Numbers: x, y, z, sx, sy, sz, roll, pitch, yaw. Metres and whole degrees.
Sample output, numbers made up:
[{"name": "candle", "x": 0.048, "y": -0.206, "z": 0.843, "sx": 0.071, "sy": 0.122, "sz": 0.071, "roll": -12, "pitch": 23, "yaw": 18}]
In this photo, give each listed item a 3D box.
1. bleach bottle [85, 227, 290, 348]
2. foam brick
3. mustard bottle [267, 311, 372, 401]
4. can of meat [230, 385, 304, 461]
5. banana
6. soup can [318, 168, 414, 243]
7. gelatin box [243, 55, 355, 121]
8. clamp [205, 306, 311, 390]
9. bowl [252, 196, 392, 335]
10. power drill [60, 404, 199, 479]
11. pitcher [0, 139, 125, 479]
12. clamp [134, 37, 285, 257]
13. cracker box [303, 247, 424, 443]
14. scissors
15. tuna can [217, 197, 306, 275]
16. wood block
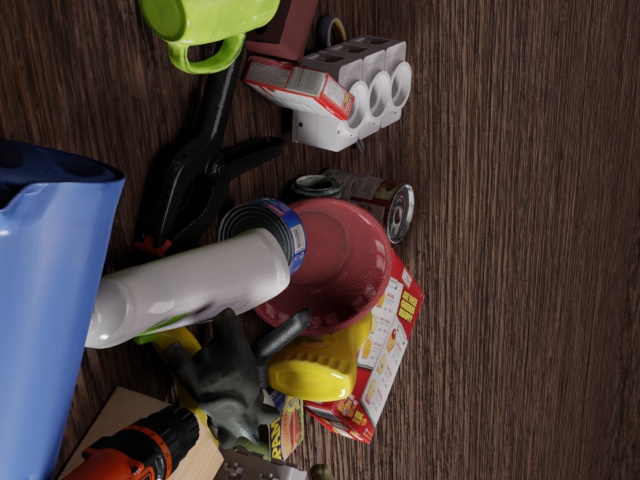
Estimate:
[{"name": "bleach bottle", "x": -0.129, "y": 0.044, "z": 0.905, "sx": 0.250, "sy": 0.103, "sz": 0.068, "roll": -12, "pitch": 74, "yaw": -62}, {"name": "foam brick", "x": -0.040, "y": -0.215, "z": 1.015, "sx": 0.051, "sy": 0.053, "sz": 0.078, "roll": 23, "pitch": 81, "yaw": -64}, {"name": "mustard bottle", "x": 0.008, "y": 0.097, "z": 1.205, "sx": 0.191, "sy": 0.096, "sz": 0.058, "roll": -67, "pitch": 157, "yaw": -52}, {"name": "can of meat", "x": -0.061, "y": 0.205, "z": 1.180, "sx": 0.083, "sy": 0.058, "sz": 0.102, "roll": -42, "pitch": 138, "yaw": -52}, {"name": "banana", "x": -0.129, "y": 0.144, "z": 1.020, "sx": 0.069, "sy": 0.037, "sz": 0.198, "roll": -44, "pitch": 130, "yaw": -36}, {"name": "soup can", "x": 0.047, "y": -0.041, "z": 1.216, "sx": 0.068, "sy": 0.102, "sz": 0.068, "roll": -38, "pitch": 135, "yaw": -52}, {"name": "gelatin box", "x": -0.021, "y": -0.149, "z": 1.043, "sx": 0.073, "sy": 0.089, "sz": 0.030, "roll": 28, "pitch": 80, "yaw": -64}, {"name": "clamp", "x": -0.072, "y": 0.113, "z": 1.047, "sx": 0.039, "sy": 0.120, "sz": 0.171, "roll": -18, "pitch": 122, "yaw": -53}, {"name": "bowl", "x": -0.008, "y": 0.019, "z": 1.132, "sx": 0.055, "sy": 0.162, "sz": 0.162, "roll": -112, "pitch": -160, "yaw": -62}, {"name": "power drill", "x": -0.148, "y": 0.232, "z": 0.808, "sx": 0.184, "sy": 0.057, "sz": 0.188, "roll": -30, "pitch": 127, "yaw": -64}, {"name": "pitcher", "x": -0.217, "y": 0.053, "z": 0.729, "sx": 0.148, "sy": 0.145, "sz": 0.243, "roll": -1, "pitch": 108, "yaw": -51}, {"name": "clamp", "x": -0.105, "y": -0.078, "z": 0.970, "sx": 0.209, "sy": 0.036, "sz": 0.164, "roll": -55, "pitch": 148, "yaw": -31}, {"name": "cracker box", "x": 0.047, "y": 0.128, "z": 1.339, "sx": 0.213, "sy": 0.072, "sz": 0.164, "roll": -69, "pitch": 154, "yaw": -16}, {"name": "scissors", "x": 0.015, "y": -0.154, "z": 1.196, "sx": 0.096, "sy": 0.016, "sz": 0.202, "roll": -52, "pitch": 145, "yaw": -37}, {"name": "tuna can", "x": -0.057, "y": 0.001, "z": 1.051, "sx": 0.033, "sy": 0.086, "sz": 0.086, "roll": -27, "pitch": 126, "yaw": -59}, {"name": "wood block", "x": -0.180, "y": 0.243, "z": 0.921, "sx": 0.206, "sy": 0.091, "sz": 0.090, "roll": -60, "pitch": 150, "yaw": -30}]
